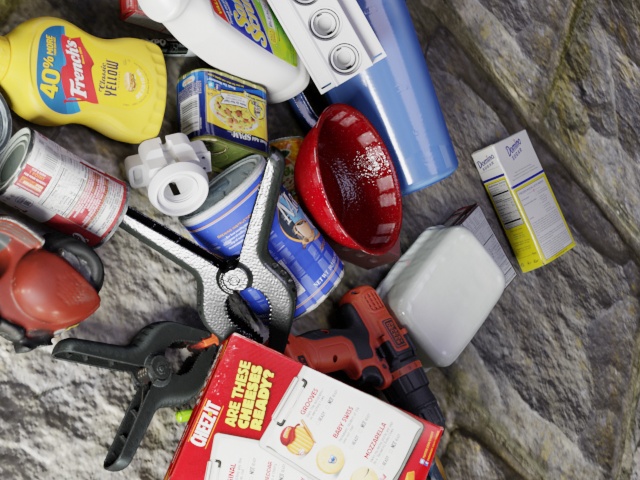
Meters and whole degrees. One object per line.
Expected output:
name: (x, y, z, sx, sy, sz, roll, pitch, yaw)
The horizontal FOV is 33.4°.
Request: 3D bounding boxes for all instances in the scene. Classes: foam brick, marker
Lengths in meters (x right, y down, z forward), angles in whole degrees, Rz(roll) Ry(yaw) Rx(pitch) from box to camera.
foam brick: (0.045, -0.007, 1.188, 0.078, 0.053, 0.051, 23, 60, -37)
marker: (-0.172, -0.193, 1.064, 0.120, 0.020, 0.020, -11, 83, -46)

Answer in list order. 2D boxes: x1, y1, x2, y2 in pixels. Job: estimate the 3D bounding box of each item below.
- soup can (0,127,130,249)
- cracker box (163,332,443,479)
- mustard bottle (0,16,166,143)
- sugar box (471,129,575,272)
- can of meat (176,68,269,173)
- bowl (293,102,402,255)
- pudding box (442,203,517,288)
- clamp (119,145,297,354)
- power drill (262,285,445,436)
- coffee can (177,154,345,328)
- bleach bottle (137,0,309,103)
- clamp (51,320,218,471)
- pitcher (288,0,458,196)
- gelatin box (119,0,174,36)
soup can: (-0.225, -0.045, 0.921, 0.102, 0.069, 0.068, 32, 55, -33)
cracker box: (-0.019, 0.202, 0.955, 0.213, 0.072, 0.164, 25, 73, -8)
mustard bottle: (-0.231, -0.149, 0.960, 0.191, 0.058, 0.096, 8, 82, -43)
sugar box: (0.275, -0.054, 1.443, 0.093, 0.048, 0.176, -25, 90, -47)
can of meat: (-0.099, -0.119, 1.084, 0.101, 0.058, 0.084, 15, 63, -42)
bowl: (0.021, -0.057, 1.101, 0.161, 0.055, 0.162, 31, 50, -47)
pudding box: (0.190, 0.024, 1.334, 0.089, 0.039, 0.113, -42, 107, -44)
clamp: (-0.090, 0.028, 0.981, 0.036, 0.164, 0.210, -85, 162, -68)
power drill: (0.033, 0.144, 1.095, 0.187, 0.057, 0.184, -13, 67, -48)
coffee can: (-0.057, 0.001, 1.046, 0.140, 0.103, 0.102, 52, 46, -18)
bleach bottle: (-0.103, -0.215, 1.056, 0.250, 0.068, 0.102, 15, 59, -60)
clamp: (-0.160, 0.112, 0.949, 0.171, 0.039, 0.120, -41, 109, -51)
pitcher: (0.058, -0.170, 1.221, 0.144, 0.149, 0.243, -34, 104, -61)
gelatin box: (-0.163, -0.252, 1.087, 0.089, 0.030, 0.073, 9, 69, -43)
